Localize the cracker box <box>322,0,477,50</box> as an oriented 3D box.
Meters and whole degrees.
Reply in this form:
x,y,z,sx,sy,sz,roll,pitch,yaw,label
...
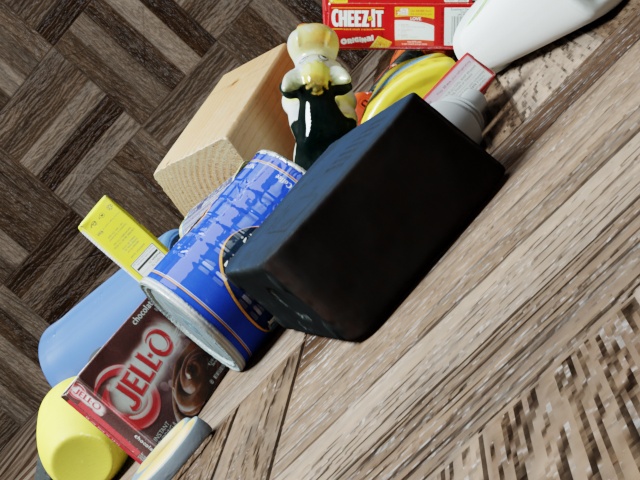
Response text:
x,y,z,sx,sy,sz,roll,pitch,yaw,label
0.100,-0.240,1.036,0.213,0.164,0.072,-64,-27,-64,cracker box

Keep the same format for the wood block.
x,y,z,sx,sy,sz,roll,pitch,yaw,label
-0.071,-0.099,1.046,0.091,0.090,0.206,-23,25,29,wood block

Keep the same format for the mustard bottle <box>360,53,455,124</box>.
x,y,z,sx,sy,sz,roll,pitch,yaw,label
0.081,-0.126,0.949,0.096,0.058,0.191,-40,9,10,mustard bottle

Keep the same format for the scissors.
x,y,z,sx,sy,sz,roll,pitch,yaw,label
-0.145,0.194,0.746,0.202,0.016,0.096,-47,6,7,scissors

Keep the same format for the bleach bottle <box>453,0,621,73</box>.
x,y,z,sx,sy,sz,roll,pitch,yaw,label
0.158,-0.180,0.785,0.102,0.068,0.251,-49,5,-8,bleach bottle

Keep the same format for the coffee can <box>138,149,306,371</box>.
x,y,z,sx,sy,sz,roll,pitch,yaw,label
-0.055,0.015,0.823,0.140,0.103,0.103,-49,7,-14,coffee can

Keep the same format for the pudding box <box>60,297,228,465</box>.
x,y,z,sx,sy,sz,roll,pitch,yaw,label
-0.135,0.109,0.836,0.039,0.090,0.113,-43,8,39,pudding box

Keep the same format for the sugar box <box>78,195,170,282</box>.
x,y,z,sx,sy,sz,roll,pitch,yaw,label
-0.159,0.030,1.058,0.048,0.176,0.093,-50,8,-6,sugar box

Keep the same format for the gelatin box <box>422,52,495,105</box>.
x,y,z,sx,sy,sz,roll,pitch,yaw,label
0.082,-0.083,0.766,0.089,0.030,0.073,-47,-8,-14,gelatin box

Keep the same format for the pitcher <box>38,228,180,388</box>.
x,y,z,sx,sy,sz,roll,pitch,yaw,label
-0.213,0.102,1.256,0.243,0.149,0.144,-40,-5,31,pitcher
